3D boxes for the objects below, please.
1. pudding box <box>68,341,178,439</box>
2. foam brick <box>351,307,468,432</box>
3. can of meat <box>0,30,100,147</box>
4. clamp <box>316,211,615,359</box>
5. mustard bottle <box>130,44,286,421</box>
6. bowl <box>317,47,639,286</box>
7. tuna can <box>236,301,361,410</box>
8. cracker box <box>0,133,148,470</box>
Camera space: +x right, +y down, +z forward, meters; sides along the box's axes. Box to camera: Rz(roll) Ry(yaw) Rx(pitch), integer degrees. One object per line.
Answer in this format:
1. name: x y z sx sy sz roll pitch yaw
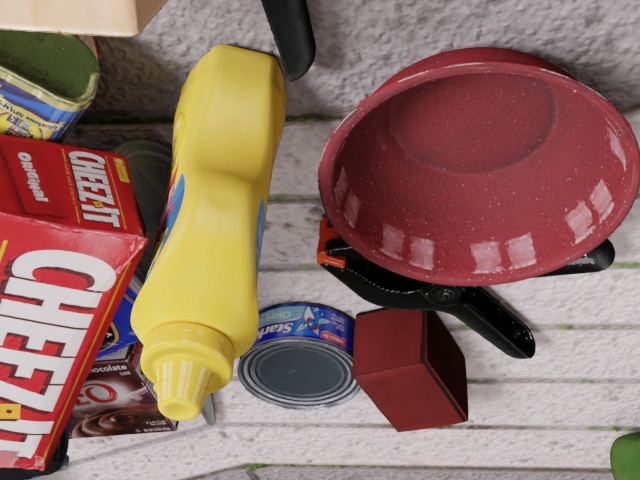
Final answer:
1. pudding box: -0.166 0.103 0.765 0.114 0.039 0.090 -9 137 15
2. foam brick: 0.061 0.084 0.712 0.051 0.053 0.078 -16 135 22
3. can of meat: -0.165 -0.070 0.500 0.102 0.057 0.084 27 130 -25
4. clamp: 0.080 0.026 0.653 0.171 0.039 0.120 10 135 -1
5. mustard bottle: -0.054 0.001 0.516 0.058 0.191 0.096 13 139 -10
6. bowl: 0.080 -0.046 0.554 0.162 0.055 0.162 3 140 2
7. tuna can: -0.013 0.079 0.727 0.086 0.033 0.086 3 140 2
8. cracker box: -0.205 0.026 0.472 0.213 0.072 0.164 9 127 -29
